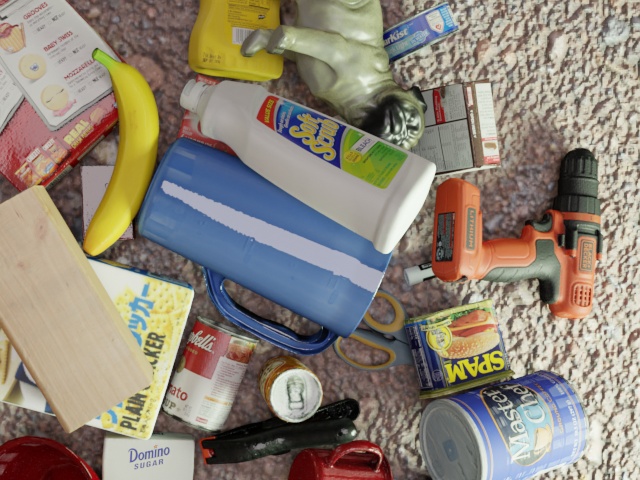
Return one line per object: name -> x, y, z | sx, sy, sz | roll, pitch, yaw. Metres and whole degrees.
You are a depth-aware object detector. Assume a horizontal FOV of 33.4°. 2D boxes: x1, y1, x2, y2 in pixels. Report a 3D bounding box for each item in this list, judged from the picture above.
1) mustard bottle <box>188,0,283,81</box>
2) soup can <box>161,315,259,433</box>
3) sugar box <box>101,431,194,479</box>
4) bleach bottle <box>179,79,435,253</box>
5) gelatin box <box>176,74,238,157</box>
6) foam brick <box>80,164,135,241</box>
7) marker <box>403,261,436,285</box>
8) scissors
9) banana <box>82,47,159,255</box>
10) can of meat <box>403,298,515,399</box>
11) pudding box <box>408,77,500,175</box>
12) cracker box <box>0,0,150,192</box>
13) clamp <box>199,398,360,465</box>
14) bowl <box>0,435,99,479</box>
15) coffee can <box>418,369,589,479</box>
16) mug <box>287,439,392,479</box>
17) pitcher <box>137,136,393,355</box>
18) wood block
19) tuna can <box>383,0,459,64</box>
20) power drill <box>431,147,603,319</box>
mustard bottle -> -0.081, -0.262, 1.081 | 0.096, 0.058, 0.191 | 3, 90, -27
soup can -> -0.112, 0.136, 1.083 | 0.068, 0.068, 0.102 | 22, 88, -8
sugar box -> -0.179, 0.285, 1.088 | 0.093, 0.048, 0.176 | 4, 88, -10
bleach bottle -> -0.023, -0.084, 1.006 | 0.251, 0.068, 0.102 | 27, 43, 12
gelatin box -> -0.096, -0.122, 1.098 | 0.089, 0.030, 0.073 | 18, 89, -8
foam brick -> -0.213, -0.037, 1.072 | 0.051, 0.053, 0.078 | -2, 92, -9
marker -> 0.149, 0.023, 1.142 | 0.121, 0.020, 0.020 | -16, 93, -8
scissors -> 0.112, 0.110, 1.141 | 0.201, 0.016, 0.096 | 11, 86, -13
banana -> -0.190, -0.083, 1.021 | 0.069, 0.037, 0.198 | 0, 102, -20
can of meat -> 0.143, 0.112, 1.113 | 0.102, 0.058, 0.084 | -12, 84, -22
pudding box -> 0.129, -0.112, 1.090 | 0.039, 0.114, 0.090 | -10, 93, -32
cracker box -> -0.298, -0.169, 1.048 | 0.164, 0.072, 0.213 | -45, 96, -6
clamp -> -0.037, 0.197, 1.073 | 0.171, 0.120, 0.039 | -16, 86, -4
bowl -> -0.264, 0.269, 1.050 | 0.162, 0.055, 0.162 | 0, 89, 25
coffee can -> 0.186, 0.197, 1.087 | 0.140, 0.103, 0.103 | -11, 93, -29
mug -> 0.021, 0.245, 1.076 | 0.081, 0.093, 0.117 | 10, 125, -23
pitcher -> -0.057, 0.001, 1.064 | 0.242, 0.145, 0.149 | 24, 64, -4
wood block -> -0.244, 0.060, 0.981 | 0.090, 0.091, 0.206 | -31, 97, -5
tuna can -> 0.098, -0.212, 1.097 | 0.086, 0.086, 0.034 | -26, 96, -7
power drill -> 0.211, -0.016, 1.113 | 0.187, 0.057, 0.184 | 7, 82, -22
